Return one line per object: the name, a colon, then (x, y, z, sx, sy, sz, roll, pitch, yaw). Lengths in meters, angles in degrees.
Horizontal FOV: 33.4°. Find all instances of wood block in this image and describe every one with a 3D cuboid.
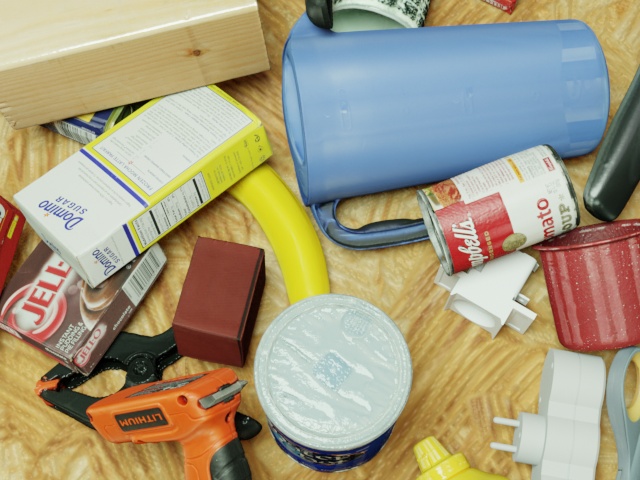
wood block: (-0.150, -0.162, 0.804, 0.206, 0.091, 0.090, -13, 68, -1)

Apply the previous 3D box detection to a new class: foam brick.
foam brick: (-0.073, 0.046, 0.786, 0.051, 0.053, 0.078, 10, 59, 5)

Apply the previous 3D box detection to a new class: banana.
banana: (-0.045, -0.015, 0.848, 0.070, 0.037, 0.198, -46, 74, 10)

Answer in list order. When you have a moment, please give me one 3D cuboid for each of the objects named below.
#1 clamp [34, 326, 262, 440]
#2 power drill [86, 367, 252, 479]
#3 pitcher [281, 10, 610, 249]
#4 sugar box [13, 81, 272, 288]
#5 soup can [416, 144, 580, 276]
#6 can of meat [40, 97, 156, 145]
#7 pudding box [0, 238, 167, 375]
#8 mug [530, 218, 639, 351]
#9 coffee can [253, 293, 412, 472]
clamp: (-0.127, 0.094, 0.811, 0.171, 0.039, 0.120, 0, 55, 2)
power drill: (-0.091, 0.188, 0.713, 0.185, 0.057, 0.187, -17, 93, 30)
pitcher: (0.093, -0.095, 0.832, 0.242, 0.149, 0.145, -7, 51, -5)
sugar box: (-0.132, -0.049, 0.810, 0.176, 0.048, 0.093, -39, 53, -17)
soup can: (0.130, -0.023, 0.782, 0.102, 0.068, 0.068, -20, 73, 0)
can of meat: (-0.182, -0.126, 0.873, 0.084, 0.057, 0.102, 23, 73, 10)
pudding box: (-0.184, 0.035, 0.813, 0.090, 0.039, 0.113, 23, 65, 26)
mug: (0.217, 0.031, 0.802, 0.093, 0.117, 0.081, -8, 97, 38)
coffee can: (0.008, 0.105, 0.751, 0.103, 0.140, 0.103, 0, 72, 0)
